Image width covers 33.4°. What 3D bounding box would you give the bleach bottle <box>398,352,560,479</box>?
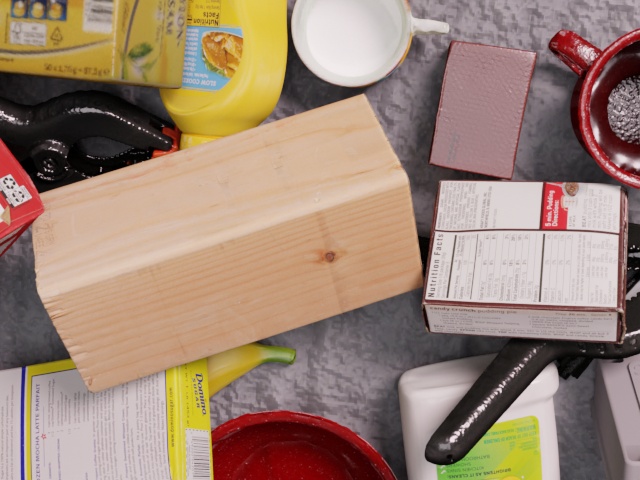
[{"bbox_3d":[0.115,0.202,0.685,0.102,0.068,0.251,-10,99,1],"label":"bleach bottle"}]

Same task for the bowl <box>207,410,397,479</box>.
[{"bbox_3d":[-0.021,0.182,0.697,0.162,0.055,0.162,1,97,5],"label":"bowl"}]

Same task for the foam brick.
[{"bbox_3d":[0.098,-0.080,0.655,0.053,0.051,0.078,11,98,5],"label":"foam brick"}]

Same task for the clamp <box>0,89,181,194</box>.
[{"bbox_3d":[-0.176,-0.050,0.683,0.171,0.039,0.120,6,135,-5],"label":"clamp"}]

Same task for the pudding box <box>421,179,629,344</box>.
[{"bbox_3d":[0.119,0.010,0.617,0.114,0.039,0.090,1,56,17],"label":"pudding box"}]

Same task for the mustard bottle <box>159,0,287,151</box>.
[{"bbox_3d":[-0.059,-0.126,0.649,0.096,0.058,0.192,14,101,43],"label":"mustard bottle"}]

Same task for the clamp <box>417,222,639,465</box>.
[{"bbox_3d":[0.136,0.045,0.635,0.210,0.036,0.164,-10,54,4],"label":"clamp"}]

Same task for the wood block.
[{"bbox_3d":[-0.054,0.001,0.626,0.206,0.090,0.091,-17,133,-4],"label":"wood block"}]

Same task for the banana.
[{"bbox_3d":[-0.102,0.131,0.708,0.069,0.037,0.198,39,99,2],"label":"banana"}]

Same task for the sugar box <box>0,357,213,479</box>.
[{"bbox_3d":[-0.156,0.123,0.678,0.176,0.048,0.093,-11,72,23],"label":"sugar box"}]
